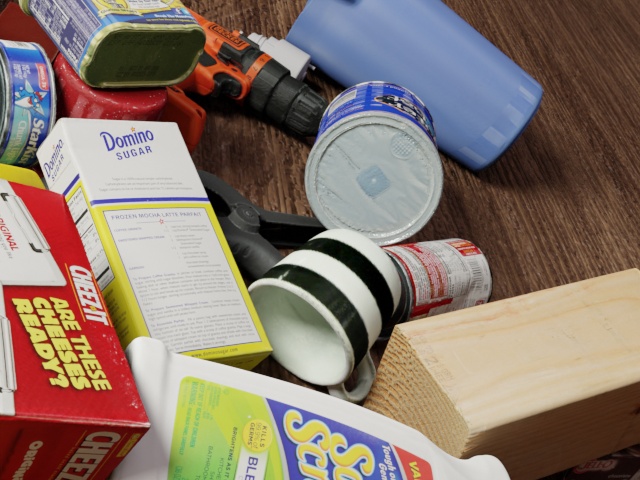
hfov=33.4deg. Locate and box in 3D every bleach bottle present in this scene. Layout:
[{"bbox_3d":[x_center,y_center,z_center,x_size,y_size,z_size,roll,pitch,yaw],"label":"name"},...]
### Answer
[{"bbox_3d":[0.011,0.127,0.574,0.250,0.068,0.102,14,70,-16],"label":"bleach bottle"}]

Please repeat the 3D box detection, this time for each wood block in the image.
[{"bbox_3d":[0.144,0.095,0.706,0.205,0.091,0.090,-10,46,-29],"label":"wood block"}]

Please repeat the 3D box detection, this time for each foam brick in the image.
[{"bbox_3d":[-0.227,-0.132,0.795,0.053,0.051,0.078,25,32,-11],"label":"foam brick"}]

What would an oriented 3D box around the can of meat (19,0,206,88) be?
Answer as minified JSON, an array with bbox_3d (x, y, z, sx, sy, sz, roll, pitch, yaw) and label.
[{"bbox_3d":[-0.139,-0.151,0.731,0.101,0.058,0.084,-11,54,-47],"label":"can of meat"}]

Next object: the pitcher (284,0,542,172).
[{"bbox_3d":[0.093,-0.177,1.061,0.243,0.145,0.149,36,39,-4],"label":"pitcher"}]

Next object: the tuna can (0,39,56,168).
[{"bbox_3d":[-0.211,-0.092,0.719,0.033,0.086,0.086,-1,44,-39],"label":"tuna can"}]

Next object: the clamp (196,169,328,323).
[{"bbox_3d":[-0.055,0.001,0.767,0.171,0.039,0.120,20,28,-22],"label":"clamp"}]

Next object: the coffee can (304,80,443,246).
[{"bbox_3d":[0.044,-0.065,0.850,0.103,0.103,0.140,28,18,-5],"label":"coffee can"}]

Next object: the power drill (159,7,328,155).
[{"bbox_3d":[-0.094,-0.124,0.891,0.184,0.057,0.187,31,29,8],"label":"power drill"}]

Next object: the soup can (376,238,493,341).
[{"bbox_3d":[0.074,0.035,0.798,0.102,0.069,0.068,-6,48,-45],"label":"soup can"}]

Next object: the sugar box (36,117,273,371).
[{"bbox_3d":[-0.106,0.006,0.672,0.093,0.048,0.176,-3,58,-44],"label":"sugar box"}]

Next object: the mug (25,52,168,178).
[{"bbox_3d":[-0.161,-0.094,0.767,0.093,0.082,0.117,15,35,-24],"label":"mug"}]

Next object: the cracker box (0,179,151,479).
[{"bbox_3d":[-0.203,0.034,0.479,0.213,0.072,0.164,14,35,-42],"label":"cracker box"}]
